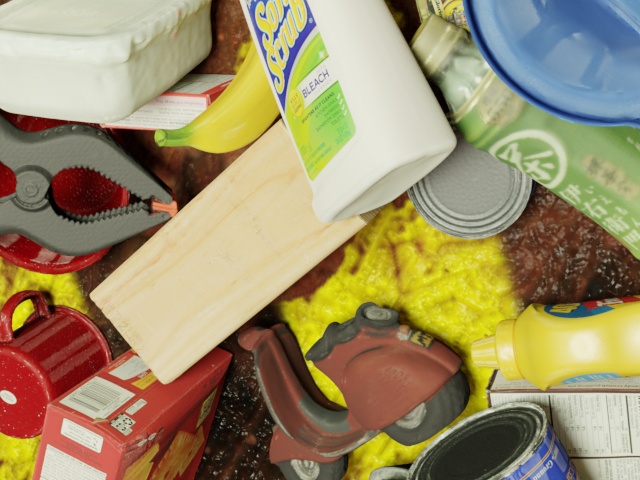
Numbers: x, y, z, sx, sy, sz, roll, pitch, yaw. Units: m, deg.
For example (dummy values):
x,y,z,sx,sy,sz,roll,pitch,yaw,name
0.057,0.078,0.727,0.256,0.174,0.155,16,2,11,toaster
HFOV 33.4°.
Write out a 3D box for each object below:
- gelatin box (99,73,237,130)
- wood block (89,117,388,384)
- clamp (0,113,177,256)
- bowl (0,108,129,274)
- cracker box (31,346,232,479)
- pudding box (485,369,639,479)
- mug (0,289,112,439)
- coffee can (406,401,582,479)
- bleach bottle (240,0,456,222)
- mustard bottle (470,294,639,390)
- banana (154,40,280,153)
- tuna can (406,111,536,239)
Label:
x,y,z,sx,sy,sz,roll,pitch,yaw,name
-0.102,-0.098,0.757,0.089,0.073,0.030,5,109,20,gelatin box
-0.054,0.001,0.761,0.206,0.090,0.090,-39,91,27,wood block
-0.208,-0.030,0.747,0.209,0.036,0.165,15,104,-12,clamp
-0.205,-0.058,0.821,0.162,0.055,0.162,7,109,20,bowl
-0.154,0.192,0.823,0.072,0.164,0.214,23,114,15,cracker box
0.177,0.136,0.744,0.114,0.039,0.090,-3,107,21,pudding box
-0.232,0.098,0.869,0.093,0.081,0.117,-2,107,22,mug
0.134,0.192,0.698,0.103,0.102,0.140,-26,102,27,coffee can
-0.011,-0.143,0.649,0.103,0.067,0.251,-40,72,56,bleach bottle
0.190,0.062,0.681,0.192,0.096,0.058,-10,87,25,mustard bottle
-0.036,-0.133,0.705,0.037,0.069,0.197,15,75,42,banana
0.102,-0.046,0.715,0.086,0.033,0.086,7,109,19,tuna can
